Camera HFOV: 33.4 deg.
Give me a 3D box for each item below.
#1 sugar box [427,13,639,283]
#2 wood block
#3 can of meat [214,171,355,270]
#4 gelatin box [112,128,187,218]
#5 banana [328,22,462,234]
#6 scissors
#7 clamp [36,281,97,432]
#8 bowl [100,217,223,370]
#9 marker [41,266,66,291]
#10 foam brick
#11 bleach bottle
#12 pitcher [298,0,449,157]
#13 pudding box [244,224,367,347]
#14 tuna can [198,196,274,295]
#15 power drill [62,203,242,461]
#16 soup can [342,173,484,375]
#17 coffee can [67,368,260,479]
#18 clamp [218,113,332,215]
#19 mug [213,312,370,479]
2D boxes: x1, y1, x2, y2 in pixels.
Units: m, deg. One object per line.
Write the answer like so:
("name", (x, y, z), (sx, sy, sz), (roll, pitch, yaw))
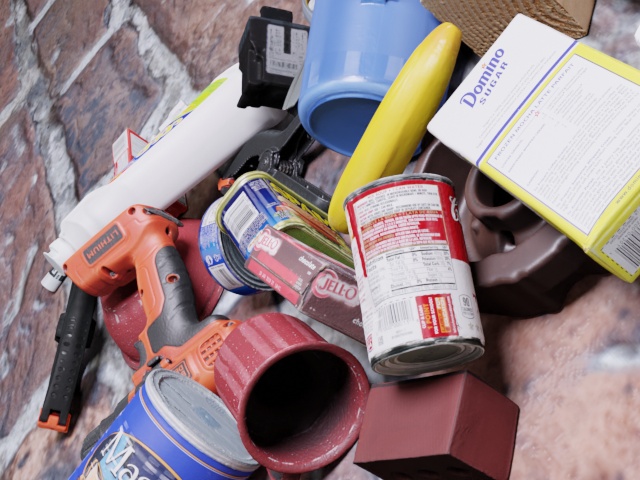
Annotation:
("sugar box", (0.139, -0.058, 0.595), (0.093, 0.048, 0.176), (-51, 32, 8))
("wood block", (0.158, -0.247, 0.802), (0.091, 0.090, 0.206), (-13, 51, 49))
("can of meat", (-0.020, 0.005, 0.796), (0.057, 0.102, 0.084), (-51, 34, 9))
("gelatin box", (-0.176, -0.064, 1.093), (0.030, 0.073, 0.089), (-43, 34, 21))
("banana", (0.044, -0.063, 0.749), (0.198, 0.037, 0.069), (119, 172, -45))
("scissors", (0.021, -0.168, 0.914), (0.201, 0.096, 0.016), (-88, 1, -47))
("clamp", (-0.242, 0.087, 1.055), (0.165, 0.036, 0.210), (134, 148, -66))
("bowl", (-0.154, 0.037, 0.988), (0.162, 0.055, 0.162), (-34, 38, 31))
("marker", (-0.274, 0.005, 1.210), (0.121, 0.020, 0.020), (-53, 32, 4))
("foam brick", (0.068, 0.113, 0.623), (0.078, 0.053, 0.051), (-18, 47, 46))
("bleach bottle", (-0.147, -0.060, 0.978), (0.250, 0.068, 0.103), (-44, 14, -20))
("pitcher", (0.054, -0.194, 0.841), (0.145, 0.149, 0.242), (-22, 48, 49))
("pudding box", (0.016, 0.037, 0.705), (0.039, 0.113, 0.090), (-58, 32, 1))
("tuna can", (-0.056, 0.001, 0.860), (0.034, 0.086, 0.086), (-17, 48, 48))
("power drill", (-0.149, 0.079, 0.885), (0.184, 0.057, 0.188), (-37, 60, 15))
("soup can", (0.054, 0.021, 0.620), (0.069, 0.068, 0.102), (-26, 64, 39))
("coffee can", (-0.123, 0.178, 0.769), (0.140, 0.102, 0.103), (-51, 32, 7))
("clamp", (-0.031, -0.056, 0.922), (0.172, 0.039, 0.120), (-31, 47, 48))
("mug", (-0.024, 0.110, 0.729), (0.082, 0.093, 0.117), (-144, 52, -63))
